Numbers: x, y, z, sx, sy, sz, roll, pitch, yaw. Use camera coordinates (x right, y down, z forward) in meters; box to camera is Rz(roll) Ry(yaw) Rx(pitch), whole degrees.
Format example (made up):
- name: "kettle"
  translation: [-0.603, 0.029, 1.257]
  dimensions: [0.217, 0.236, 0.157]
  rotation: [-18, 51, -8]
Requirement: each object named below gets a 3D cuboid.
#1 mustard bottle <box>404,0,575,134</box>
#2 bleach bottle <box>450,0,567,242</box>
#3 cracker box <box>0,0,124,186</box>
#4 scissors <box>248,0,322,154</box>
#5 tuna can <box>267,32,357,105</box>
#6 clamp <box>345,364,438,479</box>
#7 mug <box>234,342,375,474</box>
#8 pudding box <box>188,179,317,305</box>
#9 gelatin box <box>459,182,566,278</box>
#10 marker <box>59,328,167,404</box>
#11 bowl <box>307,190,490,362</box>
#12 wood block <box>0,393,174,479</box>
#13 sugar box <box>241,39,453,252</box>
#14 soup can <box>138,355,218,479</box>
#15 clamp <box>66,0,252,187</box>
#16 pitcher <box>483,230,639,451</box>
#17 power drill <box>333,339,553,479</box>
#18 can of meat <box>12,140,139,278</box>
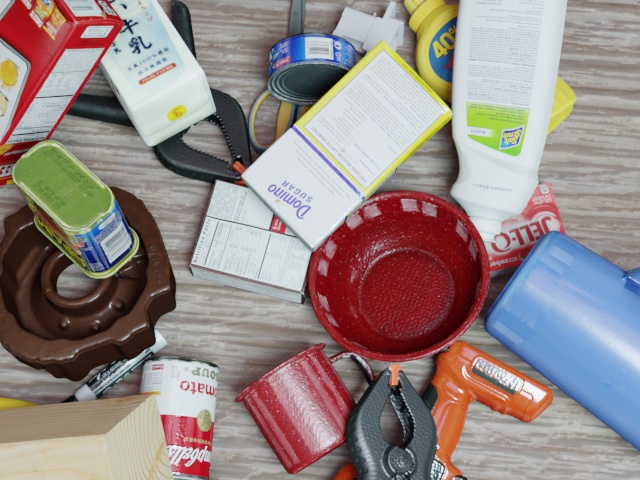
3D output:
- name: "mustard bottle"
  translation: [0.149, -0.171, 1.034]
  dimensions: [0.096, 0.058, 0.192]
  rotation: [-39, 75, -5]
- name: "bleach bottle"
  translation: [0.157, -0.125, 0.963]
  dimensions: [0.103, 0.068, 0.251]
  rotation: [10, 90, 22]
- name: "cracker box"
  translation: [-0.291, -0.178, 0.973]
  dimensions: [0.164, 0.071, 0.214]
  rotation: [52, 122, 15]
- name: "scissors"
  translation: [-0.010, -0.170, 1.057]
  dimensions: [0.096, 0.016, 0.201]
  rotation: [19, 73, 5]
- name: "tuna can"
  translation: [-0.007, -0.160, 1.000]
  dimensions: [0.086, 0.086, 0.034]
  rotation: [-2, 71, 0]
- name: "clamp"
  translation: [0.050, 0.187, 0.858]
  dimensions: [0.120, 0.039, 0.171]
  rotation: [1, 65, -28]
- name: "mug"
  translation: [-0.004, 0.141, 0.919]
  dimensions: [0.117, 0.093, 0.081]
  rotation: [-29, 78, -20]
- name: "pudding box"
  translation: [-0.056, 0.001, 0.990]
  dimensions: [0.113, 0.039, 0.090]
  rotation: [14, 73, 7]
- name: "gelatin box"
  translation: [0.181, -0.009, 0.995]
  dimensions: [0.089, 0.030, 0.073]
  rotation: [-12, 72, -3]
- name: "marker"
  translation: [-0.191, 0.124, 0.959]
  dimensions: [0.121, 0.020, 0.020]
  rotation: [-39, 76, -11]
- name: "bowl"
  translation: [0.073, 0.038, 0.957]
  dimensions: [0.162, 0.055, 0.162]
  rotation: [-5, 66, 12]
- name: "wood block"
  translation: [-0.233, 0.188, 0.855]
  dimensions: [0.206, 0.090, 0.090]
  rotation: [-8, 99, 18]
- name: "sugar box"
  translation: [0.024, -0.083, 0.949]
  dimensions: [0.176, 0.048, 0.093]
  rotation: [-44, 86, -2]
- name: "soup can"
  translation: [-0.125, 0.156, 0.922]
  dimensions: [0.068, 0.068, 0.102]
  rotation: [4, 72, 1]
- name: "clamp"
  translation: [-0.132, -0.133, 1.035]
  dimensions: [0.210, 0.036, 0.164]
  rotation: [38, 76, 16]
- name: "pitcher"
  translation: [0.270, 0.091, 0.899]
  dimensions: [0.243, 0.145, 0.149]
  rotation: [35, 74, 10]
- name: "power drill"
  translation: [0.124, 0.195, 0.913]
  dimensions: [0.184, 0.057, 0.187]
  rotation: [30, 74, 10]
- name: "can of meat"
  translation: [-0.211, -0.027, 0.915]
  dimensions: [0.102, 0.084, 0.057]
  rotation: [40, 71, 21]
